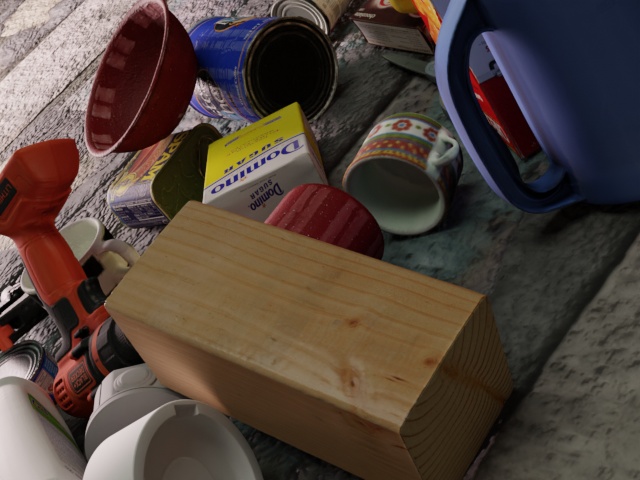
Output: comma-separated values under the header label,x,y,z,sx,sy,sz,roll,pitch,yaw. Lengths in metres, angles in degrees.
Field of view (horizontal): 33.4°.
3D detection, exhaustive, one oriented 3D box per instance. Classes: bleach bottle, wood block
label,x,y,z,sx,sy,sz,roll,pitch,yaw
bleach bottle,-0.193,0.158,0.737,0.068,0.102,0.251,-38,23,-10
wood block,-0.008,0.059,0.605,0.206,0.091,0.090,18,58,34

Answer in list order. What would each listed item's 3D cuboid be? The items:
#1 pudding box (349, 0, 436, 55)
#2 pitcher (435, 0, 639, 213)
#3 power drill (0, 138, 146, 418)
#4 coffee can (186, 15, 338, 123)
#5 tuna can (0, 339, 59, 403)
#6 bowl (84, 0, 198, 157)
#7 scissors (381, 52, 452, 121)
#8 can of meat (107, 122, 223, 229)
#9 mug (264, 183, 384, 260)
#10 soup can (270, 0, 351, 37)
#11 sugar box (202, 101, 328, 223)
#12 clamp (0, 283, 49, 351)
label,x,y,z,sx,sy,sz,roll,pitch,yaw
pudding box,0.094,-0.219,0.992,0.090,0.039,0.114,-46,31,-14
pitcher,0.142,-0.141,0.630,0.145,0.242,0.149,-15,36,37
power drill,-0.174,0.024,0.775,0.057,0.188,0.185,-16,-15,-41
coffee can,-0.064,-0.162,1.019,0.102,0.102,0.141,-48,32,-17
tuna can,-0.256,0.126,0.893,0.086,0.033,0.086,-27,31,18
bowl,-0.161,-0.146,1.000,0.162,0.055,0.162,-34,46,44
scissors,0.118,-0.151,0.898,0.096,0.016,0.202,-33,30,5
can of meat,-0.143,-0.058,1.007,0.084,0.057,0.102,-6,42,47
mug,-0.017,0.016,0.738,0.117,0.093,0.081,-7,37,44
soup can,-0.002,-0.260,1.123,0.069,0.068,0.102,-8,42,41
sugar box,-0.047,-0.059,0.876,0.093,0.048,0.176,-26,17,5
clamp,-0.271,0.057,0.973,0.120,0.039,0.171,-34,10,23
